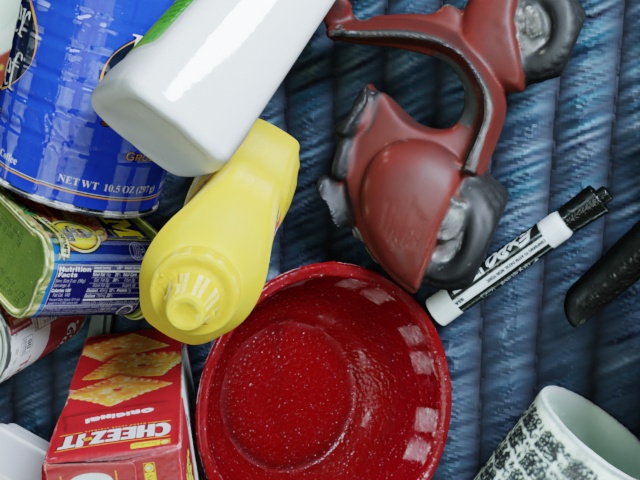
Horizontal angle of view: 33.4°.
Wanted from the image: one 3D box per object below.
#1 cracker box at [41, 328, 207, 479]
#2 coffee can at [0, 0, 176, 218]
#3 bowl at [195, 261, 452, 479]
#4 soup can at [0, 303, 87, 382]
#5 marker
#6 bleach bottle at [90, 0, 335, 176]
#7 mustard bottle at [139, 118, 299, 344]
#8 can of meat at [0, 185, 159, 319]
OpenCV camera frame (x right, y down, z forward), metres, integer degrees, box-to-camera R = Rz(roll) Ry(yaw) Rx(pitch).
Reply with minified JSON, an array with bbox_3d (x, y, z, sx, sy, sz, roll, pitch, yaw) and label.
[{"bbox_3d":[-0.099,0.154,0.588,0.072,0.214,0.164,-7,101,-5],"label":"cracker box"},{"bbox_3d":[-0.123,-0.096,0.600,0.103,0.102,0.140,21,107,9],"label":"coffee can"},{"bbox_3d":[-0.006,0.093,0.611,0.161,0.055,0.162,0,89,-29],"label":"bowl"},{"bbox_3d":[-0.194,0.047,0.651,0.068,0.102,0.068,3,103,13],"label":"soup can"},{"bbox_3d":[0.112,0.008,0.605,0.121,0.020,0.020,-37,91,19],"label":"marker"},{"bbox_3d":[-0.010,-0.149,0.538,0.068,0.103,0.250,40,76,-18],"label":"bleach bottle"},{"bbox_3d":[-0.053,0.001,0.554,0.058,0.191,0.096,31,108,-6],"label":"mustard bottle"},{"bbox_3d":[-0.153,0.003,0.620,0.102,0.083,0.057,38,112,35],"label":"can of meat"}]
